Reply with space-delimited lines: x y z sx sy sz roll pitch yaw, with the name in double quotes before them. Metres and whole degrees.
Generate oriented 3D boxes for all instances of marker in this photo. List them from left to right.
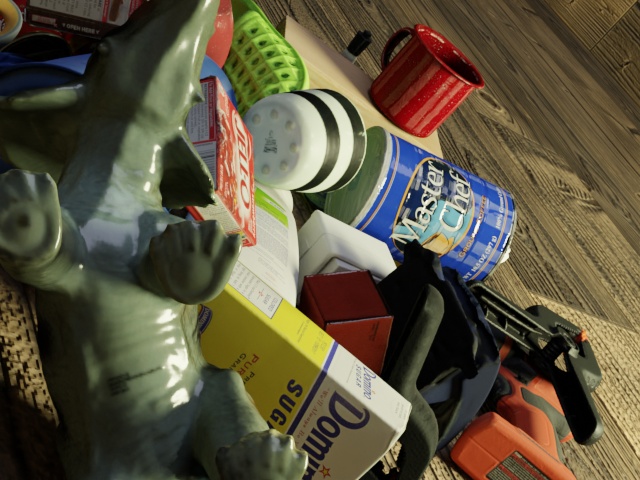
"marker" 0.014 -0.180 1.159 0.020 0.121 0.020 34 25 -18

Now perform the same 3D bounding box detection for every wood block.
"wood block" 0.018 -0.129 1.117 0.206 0.090 0.091 33 25 -20

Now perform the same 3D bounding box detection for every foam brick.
"foam brick" 0.015 0.068 0.771 0.053 0.078 0.051 -5 41 -19

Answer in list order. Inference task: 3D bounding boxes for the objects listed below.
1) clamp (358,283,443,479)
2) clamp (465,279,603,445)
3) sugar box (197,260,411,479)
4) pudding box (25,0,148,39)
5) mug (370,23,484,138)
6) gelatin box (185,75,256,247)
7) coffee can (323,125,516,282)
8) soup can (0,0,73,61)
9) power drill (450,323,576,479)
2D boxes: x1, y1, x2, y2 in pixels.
"clamp" 0.042 0.102 0.702 0.039 0.120 0.171 -71 141 -56
"clamp" 0.199 0.091 0.946 0.164 0.036 0.209 50 19 10
"sugar box" -0.040 0.084 0.659 0.176 0.093 0.048 40 24 -2
"pudding box" -0.150 -0.169 0.777 0.090 0.039 0.113 13 16 8
"mug" 0.099 -0.168 1.091 0.093 0.082 0.117 9 41 -50
"gelatin box" -0.066 -0.049 0.687 0.073 0.030 0.089 60 22 -58
"coffee can" 0.088 -0.027 0.952 0.140 0.103 0.103 24 28 -20
"soup can" -0.239 -0.161 0.806 0.068 0.069 0.102 6 41 -53
"power drill" 0.154 0.138 0.907 0.184 0.057 0.187 39 24 -7
